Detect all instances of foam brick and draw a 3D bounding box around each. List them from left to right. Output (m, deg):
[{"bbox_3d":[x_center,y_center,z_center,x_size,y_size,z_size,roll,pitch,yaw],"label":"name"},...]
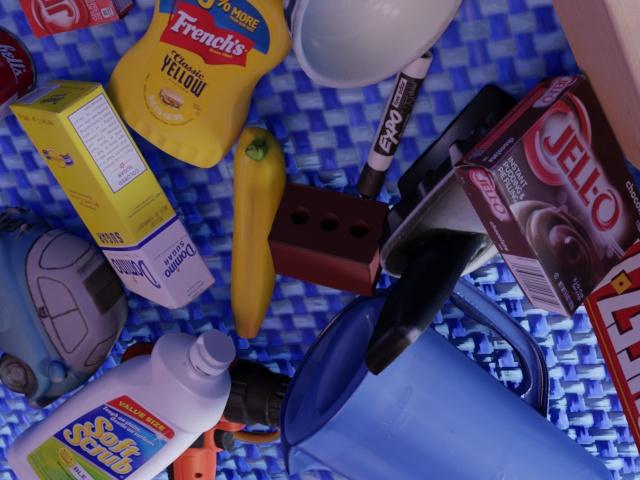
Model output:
[{"bbox_3d":[0.008,0.000,0.767,0.078,0.053,0.051,12,151,11],"label":"foam brick"}]

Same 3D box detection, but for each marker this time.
[{"bbox_3d":[0.049,-0.078,0.730,0.020,0.020,0.121,23,127,4],"label":"marker"}]

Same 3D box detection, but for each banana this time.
[{"bbox_3d":[-0.049,-0.014,0.779,0.037,0.069,0.198,15,136,11],"label":"banana"}]

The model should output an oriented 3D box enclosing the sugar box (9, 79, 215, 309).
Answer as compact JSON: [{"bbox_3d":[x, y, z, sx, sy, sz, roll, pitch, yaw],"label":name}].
[{"bbox_3d":[-0.153,-0.033,0.788,0.093,0.048,0.176,15,137,54],"label":"sugar box"}]

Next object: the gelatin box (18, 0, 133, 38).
[{"bbox_3d":[-0.179,-0.188,0.732,0.073,0.030,0.089,-6,120,24],"label":"gelatin box"}]

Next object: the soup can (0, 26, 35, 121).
[{"bbox_3d":[-0.262,-0.107,0.772,0.068,0.102,0.068,10,125,14],"label":"soup can"}]

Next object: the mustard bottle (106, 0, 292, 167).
[{"bbox_3d":[-0.066,-0.142,0.704,0.096,0.058,0.192,37,127,1],"label":"mustard bottle"}]

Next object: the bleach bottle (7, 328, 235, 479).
[{"bbox_3d":[-0.152,0.138,0.850,0.102,0.068,0.251,48,127,1],"label":"bleach bottle"}]

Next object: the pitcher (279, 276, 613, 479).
[{"bbox_3d":[0.104,0.143,0.793,0.242,0.145,0.149,35,133,-15],"label":"pitcher"}]

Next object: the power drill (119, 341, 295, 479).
[{"bbox_3d":[-0.078,0.178,0.901,0.185,0.057,0.188,11,119,27],"label":"power drill"}]

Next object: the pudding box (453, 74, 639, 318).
[{"bbox_3d":[0.138,-0.026,0.626,0.039,0.090,0.113,13,141,55],"label":"pudding box"}]
